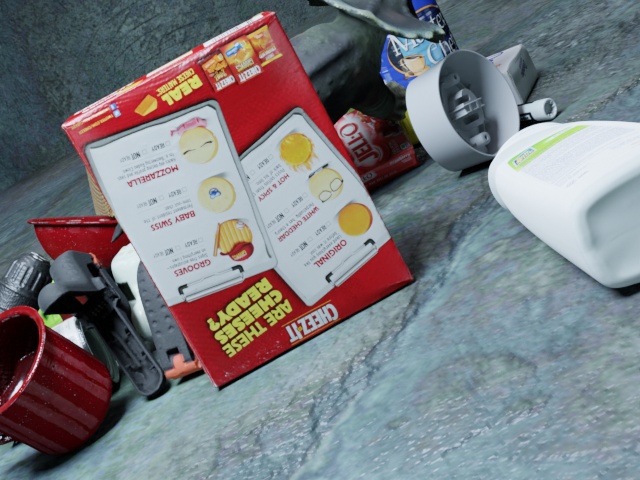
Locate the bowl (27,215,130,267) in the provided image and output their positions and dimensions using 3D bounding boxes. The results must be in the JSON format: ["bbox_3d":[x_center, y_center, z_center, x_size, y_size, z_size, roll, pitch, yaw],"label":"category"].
[{"bbox_3d":[-0.254,0.001,1.230,0.162,0.055,0.162,-1,3,0],"label":"bowl"}]

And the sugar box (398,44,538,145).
[{"bbox_3d":[0.130,-0.144,1.105,0.176,0.048,0.093,-21,18,29],"label":"sugar box"}]

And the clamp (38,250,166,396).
[{"bbox_3d":[-0.172,0.059,0.850,0.039,0.120,0.171,-37,18,2],"label":"clamp"}]

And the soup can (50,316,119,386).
[{"bbox_3d":[-0.226,0.112,0.877,0.102,0.068,0.068,-28,15,1],"label":"soup can"}]

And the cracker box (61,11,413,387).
[{"bbox_3d":[-0.057,-0.030,0.760,0.164,0.213,0.072,-29,14,0],"label":"cracker box"}]

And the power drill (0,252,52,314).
[{"bbox_3d":[-0.311,0.090,0.999,0.184,0.057,0.188,-62,17,-6],"label":"power drill"}]

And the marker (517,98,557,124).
[{"bbox_3d":[0.169,-0.114,0.992,0.020,0.020,0.121,-38,18,-29],"label":"marker"}]

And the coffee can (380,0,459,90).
[{"bbox_3d":[0.100,-0.213,1.198,0.103,0.140,0.103,-27,16,8],"label":"coffee can"}]

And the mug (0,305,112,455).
[{"bbox_3d":[-0.218,0.115,0.790,0.117,0.081,0.093,-39,42,10],"label":"mug"}]

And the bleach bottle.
[{"bbox_3d":[0.171,-0.042,0.688,0.102,0.068,0.251,-28,13,2],"label":"bleach bottle"}]

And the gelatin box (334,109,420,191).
[{"bbox_3d":[0.048,-0.093,1.046,0.073,0.030,0.089,-26,47,5],"label":"gelatin box"}]

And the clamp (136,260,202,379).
[{"bbox_3d":[-0.120,0.013,0.858,0.036,0.164,0.210,-24,43,17],"label":"clamp"}]
